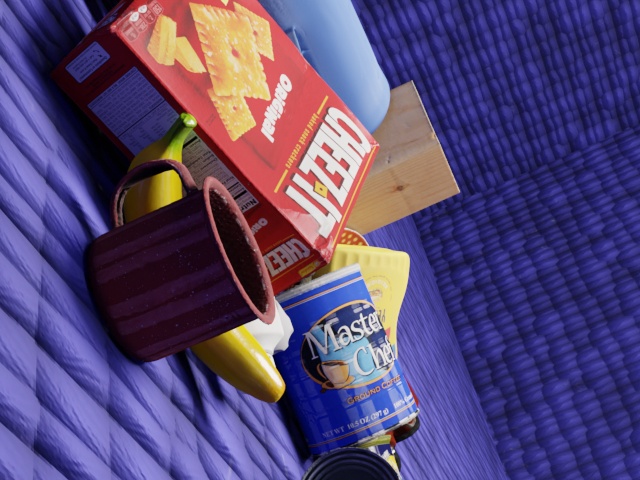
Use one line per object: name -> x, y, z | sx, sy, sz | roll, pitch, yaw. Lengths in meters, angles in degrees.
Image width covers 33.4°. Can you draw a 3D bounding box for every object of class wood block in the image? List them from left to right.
wood block -> 0.020, -0.060, 1.058 | 0.090, 0.206, 0.090 | 56, 13, -53

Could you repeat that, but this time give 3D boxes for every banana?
banana -> -0.083, 0.020, 0.688 | 0.037, 0.070, 0.198 | -36, 113, -49

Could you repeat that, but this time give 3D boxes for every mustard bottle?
mustard bottle -> 0.030, 0.102, 1.019 | 0.058, 0.096, 0.191 | 11, -84, 54

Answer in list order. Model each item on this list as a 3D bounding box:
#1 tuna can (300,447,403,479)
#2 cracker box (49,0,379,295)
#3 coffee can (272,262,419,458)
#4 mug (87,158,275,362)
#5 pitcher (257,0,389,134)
tuna can -> 0.025, 0.201, 0.800 | 0.033, 0.086, 0.086 | 55, 15, -61
cracker box -> -0.062, -0.090, 0.751 | 0.213, 0.072, 0.164 | 47, 35, -17
coffee can -> 0.012, 0.103, 0.926 | 0.102, 0.103, 0.140 | -3, 70, -81
mug -> -0.087, 0.010, 0.625 | 0.093, 0.081, 0.117 | 10, 57, -80
pitcher -> -0.026, -0.183, 0.945 | 0.149, 0.145, 0.242 | 24, -22, 31
